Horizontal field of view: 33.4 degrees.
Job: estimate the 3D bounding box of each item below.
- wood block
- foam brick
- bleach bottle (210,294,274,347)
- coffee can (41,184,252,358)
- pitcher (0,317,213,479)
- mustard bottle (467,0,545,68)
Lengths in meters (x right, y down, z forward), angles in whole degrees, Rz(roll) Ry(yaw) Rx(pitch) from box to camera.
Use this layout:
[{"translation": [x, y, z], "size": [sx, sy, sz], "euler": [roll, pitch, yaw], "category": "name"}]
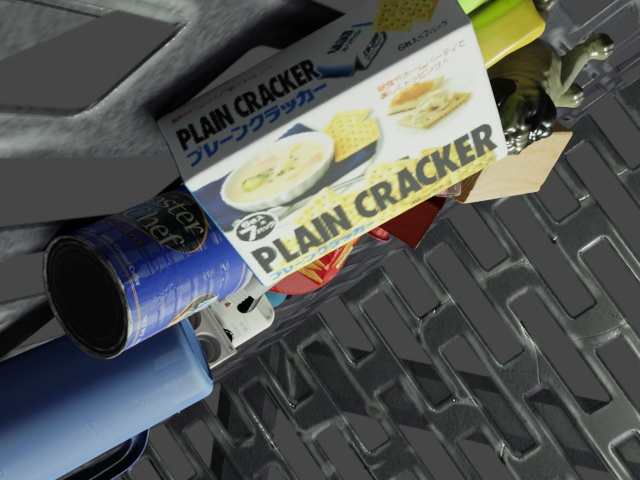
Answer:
[{"translation": [0.194, -0.108, 1.217], "size": [0.205, 0.091, 0.090], "euler": [-10, 133, -56], "category": "wood block"}, {"translation": [0.093, -0.034, 1.089], "size": [0.051, 0.053, 0.078], "euler": [-58, 177, 19], "category": "foam brick"}, {"translation": [-0.191, 0.130, 1.451], "size": [0.251, 0.102, 0.068], "euler": [-30, -170, 15], "category": "bleach bottle"}, {"translation": [-0.136, 0.020, 0.861], "size": [0.140, 0.103, 0.103], "euler": [-28, 170, -44], "category": "coffee can"}, {"translation": [-0.227, 0.157, 1.030], "size": [0.243, 0.145, 0.149], "euler": [-25, 165, -2], "category": "pitcher"}, {"translation": [0.100, -0.155, 0.947], "size": [0.191, 0.058, 0.096], "euler": [-34, -161, 3], "category": "mustard bottle"}]
